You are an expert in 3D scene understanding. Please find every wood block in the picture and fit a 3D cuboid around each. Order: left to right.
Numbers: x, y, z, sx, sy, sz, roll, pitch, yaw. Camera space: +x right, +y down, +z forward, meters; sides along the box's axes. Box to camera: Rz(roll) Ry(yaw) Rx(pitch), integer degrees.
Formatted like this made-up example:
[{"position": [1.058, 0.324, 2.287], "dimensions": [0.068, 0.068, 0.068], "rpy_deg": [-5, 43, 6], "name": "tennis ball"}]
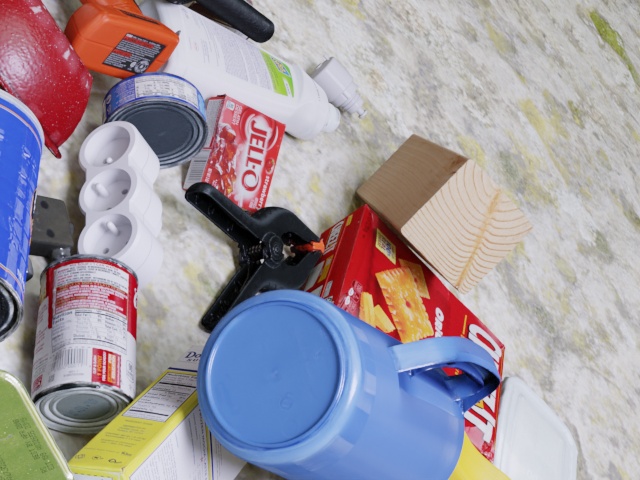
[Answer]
[{"position": [0.113, -0.032, 1.033], "dimensions": [0.090, 0.091, 0.206], "rpy_deg": [45, 2, -15], "name": "wood block"}]

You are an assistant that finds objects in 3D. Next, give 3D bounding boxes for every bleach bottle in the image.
[{"position": [-0.070, -0.144, 1.015], "dimensions": [0.250, 0.068, 0.102], "rpy_deg": [18, 48, -46], "name": "bleach bottle"}]

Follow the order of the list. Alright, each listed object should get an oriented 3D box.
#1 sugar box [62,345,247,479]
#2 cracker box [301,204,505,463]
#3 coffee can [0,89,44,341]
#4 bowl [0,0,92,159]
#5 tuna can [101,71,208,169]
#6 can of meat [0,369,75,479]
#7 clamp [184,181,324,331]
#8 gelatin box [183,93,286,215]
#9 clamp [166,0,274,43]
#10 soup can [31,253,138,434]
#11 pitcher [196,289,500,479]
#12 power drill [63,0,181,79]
[{"position": [-0.100, 0.144, 0.689], "dimensions": [0.176, 0.048, 0.093], "rpy_deg": [-47, 139, -66], "name": "sugar box"}, {"position": [0.077, 0.095, 0.982], "dimensions": [0.213, 0.072, 0.164], "rpy_deg": [44, 34, -18], "name": "cracker box"}, {"position": [-0.231, -0.016, 0.664], "dimensions": [0.102, 0.103, 0.140], "rpy_deg": [28, 42, -35], "name": "coffee can"}, {"position": [-0.211, -0.139, 0.760], "dimensions": [0.162, 0.055, 0.162], "rpy_deg": [55, -6, 8], "name": "bowl"}, {"position": [-0.135, -0.097, 0.871], "dimensions": [0.086, 0.086, 0.034], "rpy_deg": [23, 43, -39], "name": "tuna can"}, {"position": [-0.192, 0.133, 0.600], "dimensions": [0.102, 0.084, 0.057], "rpy_deg": [58, 34, 5], "name": "can of meat"}, {"position": [-0.056, 0.001, 0.909], "dimensions": [0.171, 0.039, 0.120], "rpy_deg": [-21, 106, -59], "name": "clamp"}, {"position": [-0.074, -0.075, 0.942], "dimensions": [0.073, 0.030, 0.089], "rpy_deg": [23, 78, -40], "name": "gelatin box"}, {"position": [-0.123, -0.238, 0.947], "dimensions": [0.164, 0.036, 0.209], "rpy_deg": [47, 20, 2], "name": "clamp"}, {"position": [-0.157, 0.069, 0.715], "dimensions": [0.068, 0.069, 0.102], "rpy_deg": [26, 44, -37], "name": "soup can"}, {"position": [0.021, 0.109, 0.737], "dimensions": [0.145, 0.149, 0.242], "rpy_deg": [23, -8, 25], "name": "pitcher"}, {"position": [-0.209, -0.220, 0.871], "dimensions": [0.184, 0.057, 0.188], "rpy_deg": [5, 46, -57], "name": "power drill"}]
